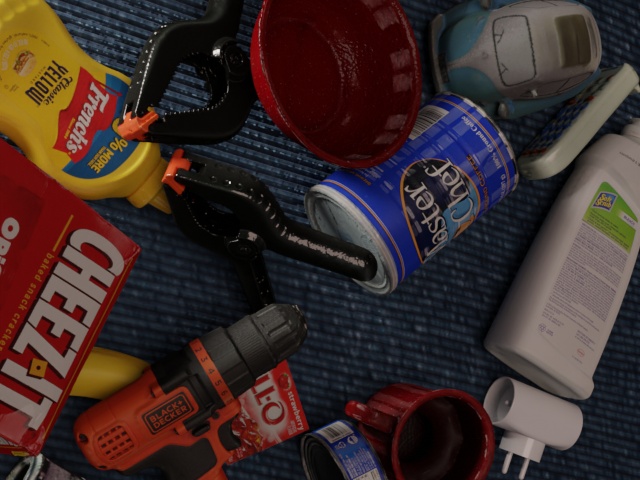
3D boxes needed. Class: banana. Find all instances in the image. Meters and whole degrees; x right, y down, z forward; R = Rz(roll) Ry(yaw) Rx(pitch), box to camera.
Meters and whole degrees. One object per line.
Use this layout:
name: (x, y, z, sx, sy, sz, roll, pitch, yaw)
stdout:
banana: (-0.181, 0.109, 0.783, 0.197, 0.037, 0.070, 0, 108, -22)

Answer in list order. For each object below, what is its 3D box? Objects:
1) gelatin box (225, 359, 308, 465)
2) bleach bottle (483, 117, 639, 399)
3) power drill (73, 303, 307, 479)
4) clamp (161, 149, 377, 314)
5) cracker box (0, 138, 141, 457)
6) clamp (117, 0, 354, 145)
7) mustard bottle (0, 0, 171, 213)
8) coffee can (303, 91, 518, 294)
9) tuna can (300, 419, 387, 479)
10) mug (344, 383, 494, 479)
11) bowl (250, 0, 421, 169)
gelatin box: (-0.058, 0.120, 0.837, 0.073, 0.030, 0.089, -20, 99, -21)
bleach bottle: (0.241, 0.007, 0.946, 0.102, 0.068, 0.250, 34, 76, -20)
power drill: (-0.061, 0.157, 0.788, 0.184, 0.057, 0.187, -30, 108, -7)
clamp: (-0.055, 0.001, 0.792, 0.171, 0.120, 0.039, 37, 38, -21)
cracker box: (-0.235, 0.017, 0.671, 0.213, 0.072, 0.164, 42, 60, -36)
clamp: (-0.064, -0.126, 0.801, 0.164, 0.036, 0.209, 51, 54, -17)
mustard bottle: (-0.175, -0.086, 0.767, 0.191, 0.058, 0.096, 42, 70, -19)
coffee can: (0.072, -0.038, 0.850, 0.140, 0.103, 0.103, -38, 105, -18)
tuna can: (0.020, 0.186, 0.841, 0.033, 0.086, 0.086, -22, 99, -23)
mug: (0.071, 0.157, 0.865, 0.117, 0.082, 0.093, 24, 82, -22)
bowl: (0.002, -0.129, 0.796, 0.161, 0.055, 0.162, 7, 79, -41)
